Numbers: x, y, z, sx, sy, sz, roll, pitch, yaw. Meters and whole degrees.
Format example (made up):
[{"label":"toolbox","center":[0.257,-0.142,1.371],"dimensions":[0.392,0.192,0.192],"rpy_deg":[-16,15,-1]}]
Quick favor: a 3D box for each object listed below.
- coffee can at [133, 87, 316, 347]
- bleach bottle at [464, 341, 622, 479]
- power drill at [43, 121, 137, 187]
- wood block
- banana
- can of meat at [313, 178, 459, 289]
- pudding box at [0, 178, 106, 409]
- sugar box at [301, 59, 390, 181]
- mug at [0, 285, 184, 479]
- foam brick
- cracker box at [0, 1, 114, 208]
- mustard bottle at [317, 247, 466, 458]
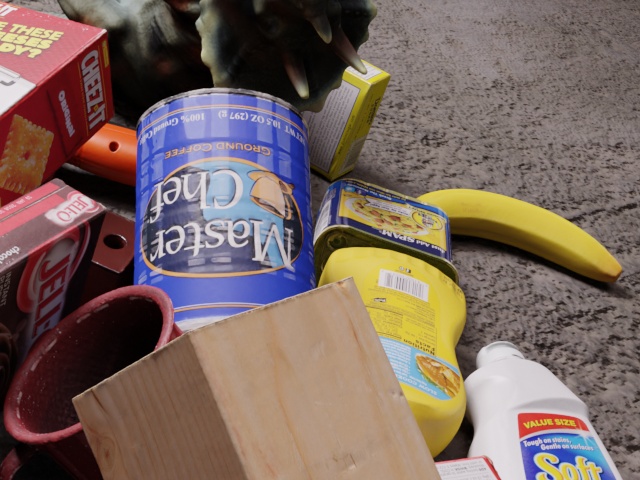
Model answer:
[{"label":"coffee can","center":[-0.054,0.001,0.601],"dimensions":[0.102,0.103,0.140],"rpy_deg":[7,65,-22]},{"label":"bleach bottle","center":[0.120,0.142,0.583],"dimensions":[0.102,0.068,0.251],"rpy_deg":[13,30,-15]},{"label":"power drill","center":[-0.121,-0.033,0.714],"dimensions":[0.187,0.057,0.184],"rpy_deg":[14,32,-16]},{"label":"wood block","center":[-0.001,0.132,0.408],"dimensions":[0.090,0.091,0.206],"rpy_deg":[-16,79,-45]},{"label":"banana","center":[0.145,-0.007,0.851],"dimensions":[0.197,0.037,0.069],"rpy_deg":[9,51,-17]},{"label":"can of meat","center":[0.043,0.005,0.749],"dimensions":[0.102,0.057,0.084],"rpy_deg":[19,29,-6]},{"label":"pudding box","center":[-0.157,0.034,0.531],"dimensions":[0.039,0.114,0.089],"rpy_deg":[33,34,12]},{"label":"sugar box","center":[-0.039,-0.132,0.873],"dimensions":[0.176,0.093,0.048],"rpy_deg":[33,31,17]},{"label":"mug","center":[-0.095,0.090,0.502],"dimensions":[0.117,0.081,0.093],"rpy_deg":[-42,33,-12]},{"label":"foam brick","center":[-0.147,0.011,0.631],"dimensions":[0.078,0.051,0.053],"rpy_deg":[23,32,2]},{"label":"cracker box","center":[-0.244,-0.062,0.606],"dimensions":[0.164,0.072,0.213],"rpy_deg":[18,43,18]},{"label":"mustard bottle","center":[0.038,0.079,0.631],"dimensions":[0.096,0.058,0.191],"rpy_deg":[20,31,-5]}]
